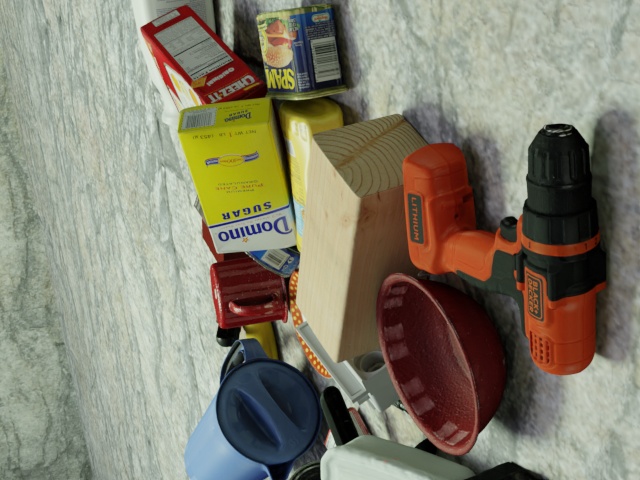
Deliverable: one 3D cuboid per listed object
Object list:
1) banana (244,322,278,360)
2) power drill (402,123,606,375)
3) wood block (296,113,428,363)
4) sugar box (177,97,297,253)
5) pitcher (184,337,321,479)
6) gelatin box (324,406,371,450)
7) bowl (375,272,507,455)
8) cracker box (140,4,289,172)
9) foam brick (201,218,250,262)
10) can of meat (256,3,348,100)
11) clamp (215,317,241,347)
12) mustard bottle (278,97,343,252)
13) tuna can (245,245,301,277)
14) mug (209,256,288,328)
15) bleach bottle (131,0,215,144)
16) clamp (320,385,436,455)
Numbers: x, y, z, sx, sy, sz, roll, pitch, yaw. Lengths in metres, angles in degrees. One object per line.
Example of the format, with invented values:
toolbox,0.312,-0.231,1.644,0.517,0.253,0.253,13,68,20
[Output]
banana,-0.081,0.156,1.422,0.070,0.037,0.198,39,140,51
power drill,0.131,-0.013,0.783,0.188,0.057,0.184,36,137,56
wood block,0.041,0.001,0.962,0.090,0.090,0.206,55,151,39
sugar box,-0.079,-0.061,1.087,0.048,0.093,0.176,-87,-12,-45
pitcher,-0.100,0.242,1.372,0.145,0.149,0.243,35,147,-2
gelatin box,0.041,0.244,1.205,0.089,0.030,0.073,59,155,30
bowl,0.110,0.097,0.906,0.162,0.055,0.162,52,152,43
cracker box,-0.108,-0.146,1.190,0.214,0.072,0.164,49,166,45
foam brick,-0.116,-0.007,1.374,0.078,0.052,0.051,53,149,41
can of meat,-0.020,-0.182,1.027,0.102,0.057,0.084,19,120,64
clamp,-0.122,0.088,1.441,0.171,0.039,0.120,117,162,-80
mustard bottle,0.000,-0.042,1.069,0.096,0.058,0.191,-134,34,-63
tuna can,-0.058,0.001,1.204,0.034,0.086,0.086,-52,44,12
mug,-0.085,0.065,1.282,0.117,0.081,0.093,-124,27,-66
bleach bottle,-0.176,-0.232,1.297,0.068,0.102,0.251,-133,35,-56
clamp,0.063,0.268,1.111,0.165,0.036,0.210,10,109,52
